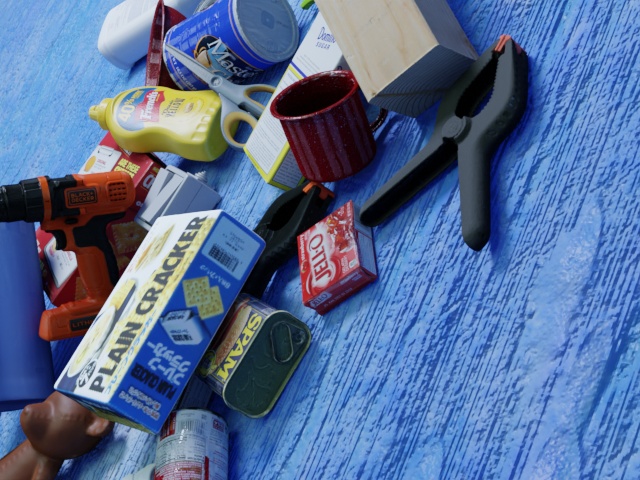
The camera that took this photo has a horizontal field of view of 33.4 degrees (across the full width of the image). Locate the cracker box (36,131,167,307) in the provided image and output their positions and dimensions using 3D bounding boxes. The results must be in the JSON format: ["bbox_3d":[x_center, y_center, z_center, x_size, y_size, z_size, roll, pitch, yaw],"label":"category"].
[{"bbox_3d":[-0.277,-0.024,1.360,0.214,0.072,0.164,-53,36,3],"label":"cracker box"}]

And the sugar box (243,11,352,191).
[{"bbox_3d":[-0.013,-0.147,1.139,0.176,0.048,0.093,-56,34,15],"label":"sugar box"}]

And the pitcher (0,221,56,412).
[{"bbox_3d":[-0.393,0.083,1.270,0.149,0.144,0.243,-23,71,58],"label":"pitcher"}]

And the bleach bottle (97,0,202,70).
[{"bbox_3d":[-0.217,-0.342,1.556,0.251,0.068,0.102,-20,48,38],"label":"bleach bottle"}]

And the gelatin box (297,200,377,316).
[{"bbox_3d":[0.014,0.016,1.010,0.073,0.030,0.089,-34,40,29],"label":"gelatin box"}]

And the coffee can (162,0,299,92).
[{"bbox_3d":[-0.111,-0.244,1.309,0.141,0.102,0.102,-19,49,41],"label":"coffee can"}]

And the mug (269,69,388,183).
[{"bbox_3d":[0.016,-0.117,1.058,0.117,0.081,0.093,-31,32,-15],"label":"mug"}]

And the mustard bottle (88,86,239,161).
[{"bbox_3d":[-0.200,-0.148,1.307,0.192,0.058,0.096,8,53,23],"label":"mustard bottle"}]

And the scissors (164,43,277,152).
[{"bbox_3d":[-0.123,-0.164,1.243,0.202,0.016,0.096,22,72,22],"label":"scissors"}]

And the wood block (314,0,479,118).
[{"bbox_3d":[0.058,-0.232,1.035,0.090,0.090,0.206,-37,66,27],"label":"wood block"}]

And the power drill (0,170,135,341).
[{"bbox_3d":[-0.297,0.017,1.227,0.057,0.184,0.188,-159,62,-65],"label":"power drill"}]

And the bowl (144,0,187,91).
[{"bbox_3d":[-0.196,-0.236,1.414,0.162,0.055,0.162,-175,90,-74],"label":"bowl"}]

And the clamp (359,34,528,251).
[{"bbox_3d":[0.132,-0.085,0.943,0.210,0.036,0.165,-58,34,-3],"label":"clamp"}]

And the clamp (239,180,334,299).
[{"bbox_3d":[-0.057,0.001,1.103,0.171,0.039,0.120,-49,40,4],"label":"clamp"}]

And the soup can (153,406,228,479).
[{"bbox_3d":[-0.120,0.213,0.979,0.069,0.068,0.102,-32,41,31],"label":"soup can"}]

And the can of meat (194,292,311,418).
[{"bbox_3d":[-0.068,0.106,1.014,0.102,0.057,0.084,-59,32,-5],"label":"can of meat"}]
